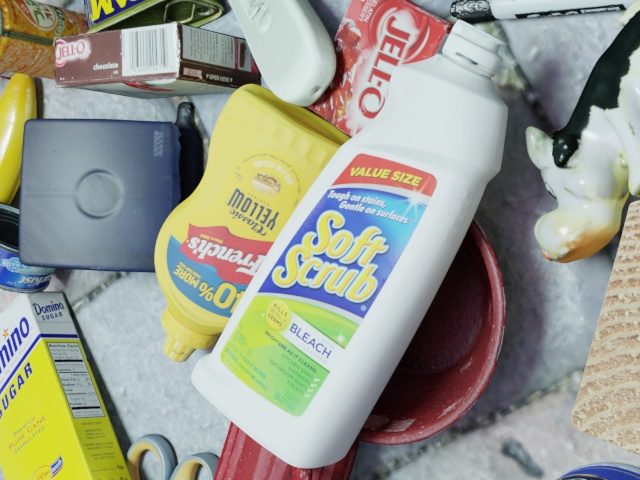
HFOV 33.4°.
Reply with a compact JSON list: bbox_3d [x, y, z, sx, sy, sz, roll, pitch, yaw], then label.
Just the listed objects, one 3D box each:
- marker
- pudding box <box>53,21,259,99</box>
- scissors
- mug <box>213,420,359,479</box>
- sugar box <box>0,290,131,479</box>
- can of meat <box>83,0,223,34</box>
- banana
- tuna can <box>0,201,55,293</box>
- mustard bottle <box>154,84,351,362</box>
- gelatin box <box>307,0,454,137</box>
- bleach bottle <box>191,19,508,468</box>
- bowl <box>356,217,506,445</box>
[{"bbox_3d":[0.130,-0.137,0.608,0.121,0.020,0.020,2,91,34],"label":"marker"},{"bbox_3d":[-0.111,-0.120,0.727,0.114,0.089,0.039,3,93,33],"label":"pudding box"},{"bbox_3d":[-0.132,0.229,0.786,0.096,0.016,0.202,39,110,29],"label":"scissors"},{"bbox_3d":[-0.023,0.150,0.659,0.093,0.117,0.081,16,95,-7],"label":"mug"},{"bbox_3d":[-0.209,0.135,0.811,0.093,0.048,0.176,-41,65,27],"label":"sugar box"},{"bbox_3d":[-0.124,-0.190,0.757,0.102,0.057,0.084,-16,78,32],"label":"can of meat"},{"bbox_3d":[-0.278,-0.045,0.871,0.198,0.037,0.070,-48,67,24],"label":"banana"},{"bbox_3d":[-0.241,0.003,0.817,0.086,0.086,0.034,38,108,28],"label":"tuna can"},{"bbox_3d":[-0.055,0.001,0.701,0.096,0.058,0.192,30,110,-2],"label":"mustard bottle"},{"bbox_3d":[0.039,-0.106,0.660,0.073,0.030,0.089,37,110,31],"label":"gelatin box"},{"bbox_3d":[0.024,-0.004,0.587,0.103,0.068,0.251,35,107,29],"label":"bleach bottle"},{"bbox_3d":[0.047,0.038,0.642,0.162,0.055,0.162,0,90,34],"label":"bowl"}]
